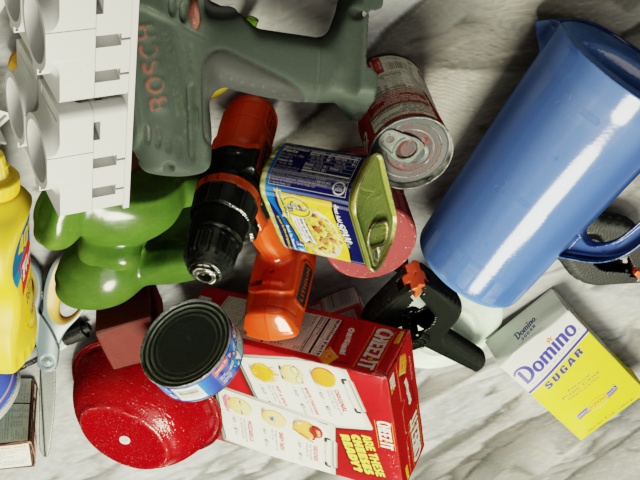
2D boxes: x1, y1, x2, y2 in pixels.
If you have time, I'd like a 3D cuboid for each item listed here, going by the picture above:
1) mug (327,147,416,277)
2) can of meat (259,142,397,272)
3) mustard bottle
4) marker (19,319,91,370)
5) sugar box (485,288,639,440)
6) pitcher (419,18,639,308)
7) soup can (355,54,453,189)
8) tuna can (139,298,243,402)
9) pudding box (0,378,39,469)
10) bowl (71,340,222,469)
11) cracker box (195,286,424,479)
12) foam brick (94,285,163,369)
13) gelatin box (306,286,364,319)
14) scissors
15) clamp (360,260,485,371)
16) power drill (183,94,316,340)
[{"bbox_3d":[0.044,-0.014,0.948,0.093,0.081,0.117,-30,128,13],"label":"mug"},{"bbox_3d":[0.007,-0.028,0.841,0.084,0.057,0.102,12,147,23],"label":"can of meat"},{"bbox_3d":[-0.262,0.010,0.865,0.058,0.096,0.192,3,127,-8],"label":"mustard bottle"},{"bbox_3d":[-0.273,0.108,1.026,0.121,0.020,0.020,-26,129,10],"label":"marker"},{"bbox_3d":[0.262,0.135,1.131,0.093,0.048,0.176,-41,127,12],"label":"sugar box"},{"bbox_3d":[0.198,-0.052,0.905,0.144,0.149,0.243,19,123,-24],"label":"pitcher"},{"bbox_3d":[0.063,-0.099,0.870,0.068,0.102,0.068,-6,129,-7],"label":"soup can"},{"bbox_3d":[-0.110,0.095,0.920,0.086,0.086,0.033,-24,140,8],"label":"tuna can"},{"bbox_3d":[-0.330,0.178,1.026,0.113,0.090,0.039,-5,129,-8],"label":"pudding box"},{"bbox_3d":[-0.179,0.171,1.029,0.162,0.055,0.162,13,135,13],"label":"bowl"},{"bbox_3d":[-0.016,0.138,1.005,0.214,0.072,0.164,10,134,23],"label":"cracker box"},{"bbox_3d":[-0.174,0.070,0.977,0.053,0.078,0.051,-15,128,0],"label":"foam brick"},{"bbox_3d":[0.006,0.091,1.060,0.089,0.030,0.073,-20,131,5],"label":"gelatin box"},{"bbox_3d":[-0.266,0.097,0.977,0.096,0.016,0.202,19,101,-10],"label":"scissors"},{"bbox_3d":[0.094,0.085,1.013,0.164,0.036,0.210,-7,146,-11],"label":"clamp"},{"bbox_3d":[-0.056,0.001,0.889,0.057,0.184,0.187,2,140,15],"label":"power drill"}]
